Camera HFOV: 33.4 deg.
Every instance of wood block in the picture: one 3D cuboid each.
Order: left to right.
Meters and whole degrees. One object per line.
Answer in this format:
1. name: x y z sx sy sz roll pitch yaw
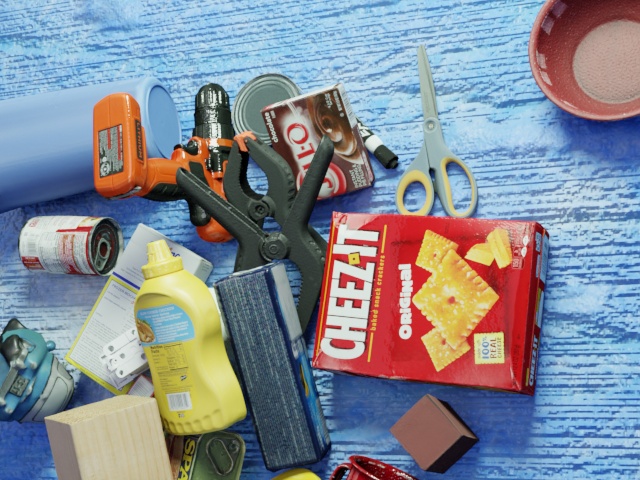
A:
1. wood block: -0.195 0.264 1.046 0.091 0.090 0.206 -9 93 59

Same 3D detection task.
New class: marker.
1. marker: 0.042 -0.119 1.152 0.020 0.020 0.121 -45 65 6

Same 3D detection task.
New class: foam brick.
1. foam brick: 0.109 0.186 1.016 0.051 0.078 0.053 -44 65 5

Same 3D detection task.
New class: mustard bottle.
1. mustard bottle: -0.138 0.093 1.057 0.096 0.058 0.191 -12 95 41

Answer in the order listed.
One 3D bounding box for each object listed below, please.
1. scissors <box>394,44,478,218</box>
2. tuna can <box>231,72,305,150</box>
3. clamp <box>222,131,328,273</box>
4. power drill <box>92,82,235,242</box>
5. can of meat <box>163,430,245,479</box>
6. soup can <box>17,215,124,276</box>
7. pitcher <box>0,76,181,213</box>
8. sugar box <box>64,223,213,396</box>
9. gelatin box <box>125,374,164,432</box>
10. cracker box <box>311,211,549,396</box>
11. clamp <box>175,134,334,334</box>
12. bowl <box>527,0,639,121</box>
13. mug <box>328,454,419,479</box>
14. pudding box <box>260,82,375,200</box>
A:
1. scissors: 0.103 -0.104 1.125 0.096 0.016 0.202 -27 68 14
2. tuna can: -0.054 -0.141 1.190 0.086 0.033 0.086 -6 75 21
3. clamp: -0.047 -0.032 1.128 0.120 0.039 0.171 -6 106 11
4. power drill: -0.156 -0.099 1.139 0.057 0.187 0.184 -15 73 35
5. can of meat: -0.129 0.240 1.096 0.084 0.057 0.102 -2 73 55
6. soup can: -0.288 0.006 1.231 0.102 0.068 0.068 1 77 23
7. pitcher: -0.288 -0.122 1.239 0.243 0.145 0.149 -10 85 16
8. sugar box: -0.201 0.080 1.188 0.093 0.048 0.176 29 86 21
9. gelatin box: -0.190 0.189 1.142 0.030 0.073 0.089 38 94 27
10. cracker box: 0.108 0.059 1.051 0.214 0.072 0.164 4 79 23
11. clamp: -0.057 0.001 1.098 0.164 0.036 0.210 -5 105 7
12. bowl: 0.289 -0.185 1.047 0.162 0.055 0.162 -6 75 21
13. mug: 0.046 0.258 1.023 0.117 0.093 0.081 24 91 45
14. pudding box: -0.002 -0.101 1.130 0.090 0.039 0.113 -15 101 18
